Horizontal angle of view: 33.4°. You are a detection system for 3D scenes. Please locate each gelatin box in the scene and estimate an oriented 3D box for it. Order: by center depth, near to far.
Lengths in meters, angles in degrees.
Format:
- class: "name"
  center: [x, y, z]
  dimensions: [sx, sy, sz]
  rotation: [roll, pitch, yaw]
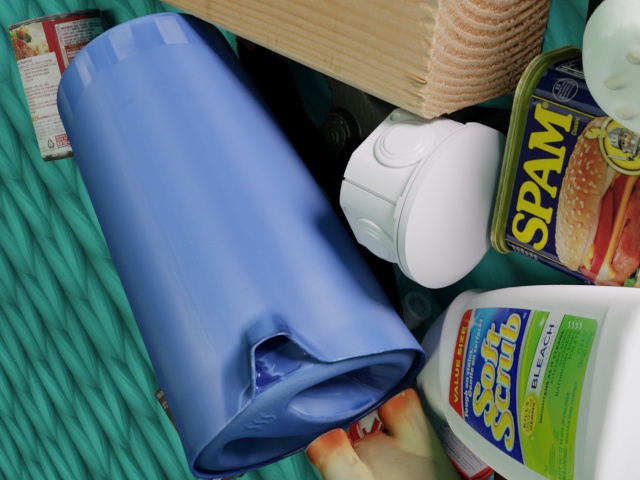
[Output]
- class: "gelatin box"
  center: [0.056, 0.133, 0.652]
  dimensions: [0.089, 0.030, 0.073]
  rotation: [44, 133, 27]

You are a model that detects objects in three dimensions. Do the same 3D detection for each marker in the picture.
- class: "marker"
  center: [0.029, 0.068, 0.666]
  dimensions: [0.020, 0.020, 0.121]
  rotation: [58, 138, 14]

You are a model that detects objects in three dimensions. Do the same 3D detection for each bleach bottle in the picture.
- class: "bleach bottle"
  center: [0.099, 0.072, 0.497]
  dimensions: [0.251, 0.068, 0.102]
  rotation: [170, 113, -74]

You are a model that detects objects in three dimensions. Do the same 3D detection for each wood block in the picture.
- class: "wood block"
  center: [0.010, -0.145, 0.550]
  dimensions: [0.206, 0.090, 0.091]
  rotation: [30, 126, 37]

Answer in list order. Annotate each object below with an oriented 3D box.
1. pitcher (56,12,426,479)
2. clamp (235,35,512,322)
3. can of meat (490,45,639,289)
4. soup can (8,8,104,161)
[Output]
- class: "pitcher"
  center: [-0.054, 0.001, 0.596]
  dimensions: [0.149, 0.144, 0.243]
  rotation: [-48, 61, 39]
- class: "clamp"
  center: [0.026, -0.063, 0.604]
  dimensions: [0.210, 0.036, 0.165]
  rotation: [55, 127, 22]
- class: "can of meat"
  center: [0.133, -0.027, 0.487]
  dimensions: [0.084, 0.057, 0.102]
  rotation: [27, 124, 35]
- class: "soup can"
  center: [-0.186, -0.115, 0.794]
  dimensions: [0.069, 0.068, 0.102]
  rotation: [-1, 105, 48]
